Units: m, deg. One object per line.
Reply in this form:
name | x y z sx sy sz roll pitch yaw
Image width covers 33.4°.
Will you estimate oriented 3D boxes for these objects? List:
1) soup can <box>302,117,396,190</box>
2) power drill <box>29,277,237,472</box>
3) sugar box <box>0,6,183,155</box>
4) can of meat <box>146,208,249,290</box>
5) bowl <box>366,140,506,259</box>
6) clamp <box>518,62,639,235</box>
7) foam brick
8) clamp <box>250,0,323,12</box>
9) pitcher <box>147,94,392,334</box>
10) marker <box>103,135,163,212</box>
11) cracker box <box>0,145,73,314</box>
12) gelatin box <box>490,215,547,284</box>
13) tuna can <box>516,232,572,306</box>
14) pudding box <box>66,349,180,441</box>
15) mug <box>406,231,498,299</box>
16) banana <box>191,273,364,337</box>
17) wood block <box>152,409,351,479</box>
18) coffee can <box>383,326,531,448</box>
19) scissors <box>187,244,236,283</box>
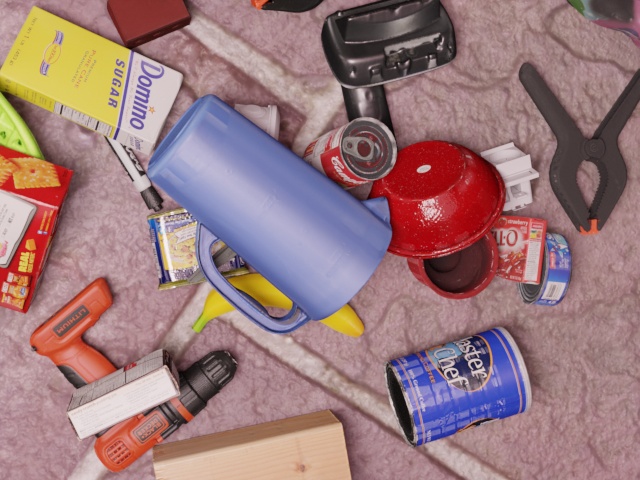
soup can | 0.030 -0.091 1.170 0.068 0.102 0.068 4 81 -25
power drill | -0.210 0.134 1.169 0.184 0.057 0.187 -39 98 -6
sugar box | -0.244 -0.171 1.145 0.176 0.048 0.093 22 69 -8
can of meat | -0.137 0.004 1.177 0.102 0.057 0.084 -11 92 -10
bowl | 0.118 -0.058 1.165 0.162 0.162 0.055 -31 135 -7
clamp | 0.305 -0.113 1.256 0.164 0.036 0.210 6 88 -9
foam brick | -0.187 -0.247 1.159 0.078 0.053 0.051 -24 96 -7
clamp | -0.006 -0.317 1.187 0.171 0.039 0.120 -26 106 -8
pitcher | -0.061 -0.028 1.097 0.242 0.145 0.149 38 44 -15
marker | -0.210 -0.085 1.179 0.020 0.020 0.121 -31 97 -7
cracker box | -0.378 -0.031 1.089 0.213 0.072 0.164 20 130 -10
gelatin box | 0.215 0.008 1.219 0.030 0.089 0.073 6 92 -31
tuna can | 0.257 0.033 1.229 0.033 0.086 0.086 6 91 -12
pudding box | -0.202 0.158 1.099 0.113 0.090 0.039 -27 99 -5
mug | 0.150 0.006 1.212 0.093 0.081 0.117 23 89 -10
banana | -0.045 0.071 1.208 0.197 0.037 0.070 3 111 -8
wood block | -0.076 0.259 1.182 0.206 0.090 0.091 -10 93 -9
coffee can | 0.154 0.165 1.209 0.140 0.103 0.103 -16 95 -8
scissors | -0.058 0.001 1.173 0.096 0.016 0.201 46 60 -21
